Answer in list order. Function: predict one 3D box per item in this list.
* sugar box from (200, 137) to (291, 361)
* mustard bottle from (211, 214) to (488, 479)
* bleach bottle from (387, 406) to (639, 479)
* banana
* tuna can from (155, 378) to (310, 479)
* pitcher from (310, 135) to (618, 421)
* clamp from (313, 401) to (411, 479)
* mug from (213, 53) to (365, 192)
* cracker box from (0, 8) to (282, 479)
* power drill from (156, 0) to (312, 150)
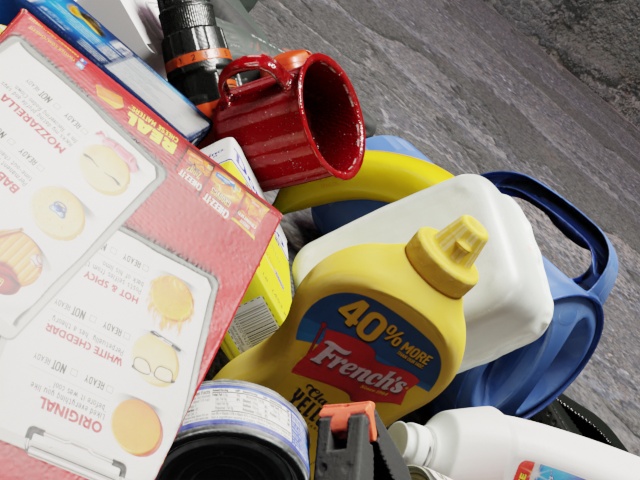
[{"bbox_3d":[-0.054,0.001,0.683,0.176,0.048,0.093,-94,159,-68],"label":"sugar box"},{"bbox_3d":[0.021,0.059,0.579,0.096,0.192,0.058,37,23,-9],"label":"mustard bottle"},{"bbox_3d":[0.146,0.174,0.716,0.250,0.103,0.068,22,17,-26],"label":"bleach bottle"},{"bbox_3d":[0.043,-0.034,0.802,0.037,0.198,0.069,19,76,-56],"label":"banana"},{"bbox_3d":[-0.047,0.110,0.515,0.086,0.086,0.034,32,26,-21],"label":"tuna can"},{"bbox_3d":[0.103,0.016,0.836,0.149,0.145,0.243,-14,44,-29],"label":"pitcher"},{"bbox_3d":[0.025,0.166,0.508,0.120,0.039,0.171,-38,112,-67],"label":"clamp"},{"bbox_3d":[-0.030,-0.088,0.774,0.117,0.082,0.093,48,41,-41],"label":"mug"},{"bbox_3d":[-0.128,0.022,0.470,0.164,0.072,0.213,39,45,-15],"label":"cracker box"},{"bbox_3d":[-0.062,-0.127,0.884,0.187,0.057,0.184,-9,87,-62],"label":"power drill"}]
